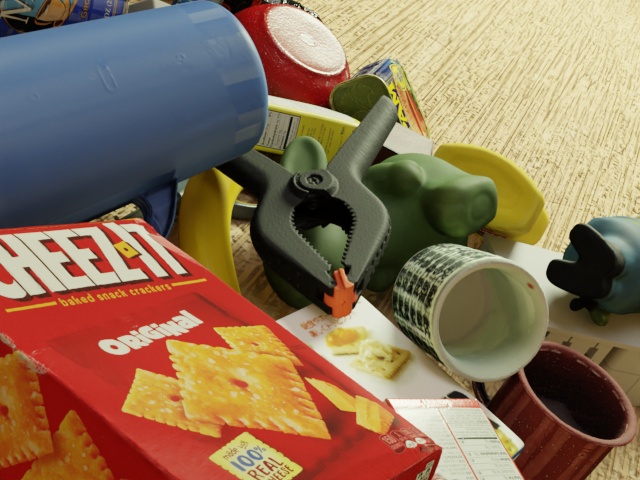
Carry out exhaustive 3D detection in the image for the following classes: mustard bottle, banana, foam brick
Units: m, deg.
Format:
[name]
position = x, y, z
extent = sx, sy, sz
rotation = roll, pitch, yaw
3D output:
[mustard bottle]
position = 0.151, -0.032, 0.932
extent = 0.096, 0.058, 0.191
rotation = 28, 0, 17
[banana]
position = -0.071, -0.009, 0.770
extent = 0.069, 0.037, 0.197
rotation = 26, 39, -15
[foam brick]
position = 0.056, -0.056, 0.920
extent = 0.051, 0.078, 0.053
rotation = 27, 34, -6

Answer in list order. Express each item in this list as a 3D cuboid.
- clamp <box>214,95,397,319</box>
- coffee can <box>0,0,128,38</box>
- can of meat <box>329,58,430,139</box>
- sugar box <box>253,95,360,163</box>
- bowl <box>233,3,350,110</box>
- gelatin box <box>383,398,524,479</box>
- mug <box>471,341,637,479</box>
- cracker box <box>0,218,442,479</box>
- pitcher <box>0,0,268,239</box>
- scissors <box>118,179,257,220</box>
[clamp]
position = 0.003, -0.034, 0.741
extent = 0.164, 0.036, 0.210
rotation = -12, 45, -13
[coffee can]
position = -0.241, -0.207, 0.870
extent = 0.140, 0.103, 0.103
rotation = 3, 40, -36
[can of meat]
position = 0.058, -0.112, 0.991
extent = 0.102, 0.058, 0.083
rotation = 67, 25, -14
[sugar box]
position = -0.061, -0.102, 0.896
extent = 0.175, 0.048, 0.093
rotation = 6, 12, -29
[bowl]
position = -0.028, -0.172, 1.011
extent = 0.162, 0.055, 0.162
rotation = 24, 41, -23
[gelatin box]
position = 0.074, 0.130, 0.587
extent = 0.073, 0.030, 0.089
rotation = 6, 42, -38
[mug]
position = 0.147, 0.122, 0.736
extent = 0.093, 0.082, 0.117
rotation = -9, 48, -45
[cracker box]
position = -0.070, 0.072, 0.479
extent = 0.214, 0.072, 0.163
rotation = 35, 20, 24
[pitcher]
position = -0.150, -0.061, 0.658
extent = 0.242, 0.149, 0.145
rotation = -23, 35, -33
[scissors]
position = -0.095, -0.023, 0.809
extent = 0.096, 0.016, 0.201
rotation = 28, 32, -2
